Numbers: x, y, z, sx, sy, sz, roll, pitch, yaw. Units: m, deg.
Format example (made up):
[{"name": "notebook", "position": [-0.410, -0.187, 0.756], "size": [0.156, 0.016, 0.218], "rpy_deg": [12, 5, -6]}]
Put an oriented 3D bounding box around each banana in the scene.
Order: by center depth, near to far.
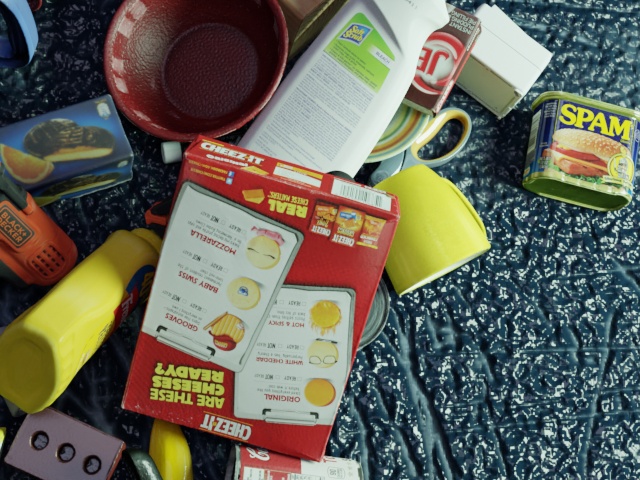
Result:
[{"name": "banana", "position": [-0.139, 0.234, 0.826], "size": [0.069, 0.037, 0.197], "rpy_deg": [28, 71, -5]}]

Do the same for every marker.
[{"name": "marker", "position": [-0.079, -0.085, 0.937], "size": [0.121, 0.020, 0.020], "rpy_deg": [-9, 77, -14]}]

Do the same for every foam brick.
[{"name": "foam brick", "position": [-0.197, 0.166, 0.826], "size": [0.078, 0.051, 0.053], "rpy_deg": [25, 72, -4]}]

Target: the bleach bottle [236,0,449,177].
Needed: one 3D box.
[{"name": "bleach bottle", "position": [0.030, -0.129, 0.888], "size": [0.102, 0.068, 0.251], "rpy_deg": [39, 100, 2]}]

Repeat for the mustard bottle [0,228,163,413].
[{"name": "mustard bottle", "position": [-0.174, 0.045, 0.833], "size": [0.058, 0.096, 0.191], "rpy_deg": [33, 41, 4]}]

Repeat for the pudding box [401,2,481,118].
[{"name": "pudding box", "position": [0.071, -0.171, 0.932], "size": [0.113, 0.039, 0.090], "rpy_deg": [27, 88, 12]}]

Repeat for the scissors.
[{"name": "scissors", "position": [0.047, -0.073, 0.960], "size": [0.201, 0.016, 0.096], "rpy_deg": [-33, 81, -18]}]

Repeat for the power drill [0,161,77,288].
[{"name": "power drill", "position": [-0.303, 0.011, 0.796], "size": [0.187, 0.057, 0.184], "rpy_deg": [-42, 121, -4]}]

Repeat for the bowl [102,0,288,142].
[{"name": "bowl", "position": [-0.102, -0.155, 0.918], "size": [0.162, 0.055, 0.162], "rpy_deg": [-2, 79, 10]}]

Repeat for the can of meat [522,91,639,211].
[{"name": "can of meat", "position": [0.240, -0.080, 0.979], "size": [0.102, 0.057, 0.084], "rpy_deg": [14, 75, -6]}]

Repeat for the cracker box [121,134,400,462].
[{"name": "cracker box", "position": [-0.047, 0.045, 0.821], "size": [0.164, 0.072, 0.214], "rpy_deg": [16, 109, -1]}]

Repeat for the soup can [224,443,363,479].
[{"name": "soup can", "position": [-0.023, 0.201, 0.842], "size": [0.102, 0.069, 0.068], "rpy_deg": [9, 73, -9]}]
